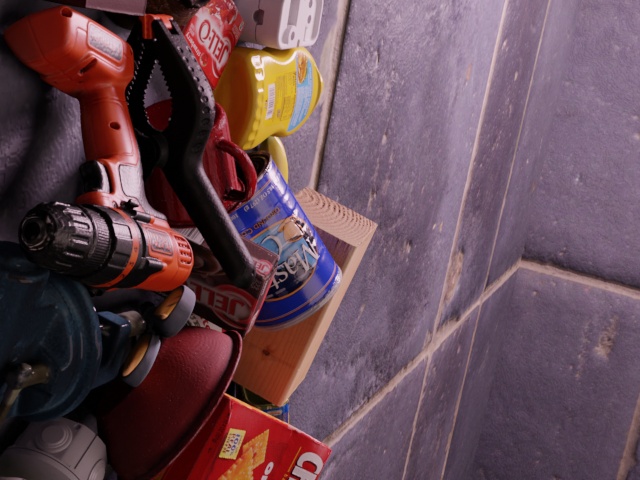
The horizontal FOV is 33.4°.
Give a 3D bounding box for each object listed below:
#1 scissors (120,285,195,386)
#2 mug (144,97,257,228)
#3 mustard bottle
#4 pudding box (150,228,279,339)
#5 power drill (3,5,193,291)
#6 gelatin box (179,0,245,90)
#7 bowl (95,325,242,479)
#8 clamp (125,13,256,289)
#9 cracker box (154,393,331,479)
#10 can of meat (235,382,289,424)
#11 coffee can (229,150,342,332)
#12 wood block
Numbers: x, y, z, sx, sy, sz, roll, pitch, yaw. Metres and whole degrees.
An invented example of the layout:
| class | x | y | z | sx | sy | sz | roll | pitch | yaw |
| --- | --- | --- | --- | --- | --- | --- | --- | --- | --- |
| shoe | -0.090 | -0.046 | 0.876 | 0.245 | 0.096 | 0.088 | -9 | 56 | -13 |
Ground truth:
| class | x | y | z | sx | sy | sz | roll | pitch | yaw |
| --- | --- | --- | --- | --- | --- | --- | --- | --- | --- |
| scissors | -0.147 | 0.080 | 0.887 | 0.096 | 0.016 | 0.202 | -60 | -166 | -20 |
| mug | -0.105 | -0.066 | 0.900 | 0.093 | 0.117 | 0.081 | -44 | 140 | -40 |
| mustard bottle | -0.046 | -0.150 | 1.067 | 0.191 | 0.058 | 0.096 | -28 | 127 | -62 |
| pudding box | -0.100 | 0.027 | 0.949 | 0.039 | 0.113 | 0.090 | -55 | 171 | -44 |
| power drill | -0.157 | -0.057 | 0.716 | 0.184 | 0.057 | 0.188 | 26 | 48 | -72 |
| gelatin box | -0.102 | -0.185 | 0.933 | 0.089 | 0.030 | 0.073 | 59 | 50 | -63 |
| bowl | -0.137 | 0.126 | 0.891 | 0.162 | 0.055 | 0.162 | -45 | -163 | 17 |
| clamp | -0.133 | -0.065 | 0.820 | 0.036 | 0.165 | 0.210 | -22 | 108 | -63 |
| cracker box | -0.093 | 0.241 | 1.048 | 0.164 | 0.072 | 0.213 | -61 | 144 | -8 |
| can of meat | -0.067 | 0.195 | 1.231 | 0.102 | 0.057 | 0.084 | -116 | -156 | -59 |
| coffee can | -0.057 | 0.001 | 1.010 | 0.140 | 0.103 | 0.102 | 59 | 42 | -23 |
| wood block | -0.029 | 0.060 | 1.145 | 0.206 | 0.091 | 0.090 | -65 | 171 | 23 |
